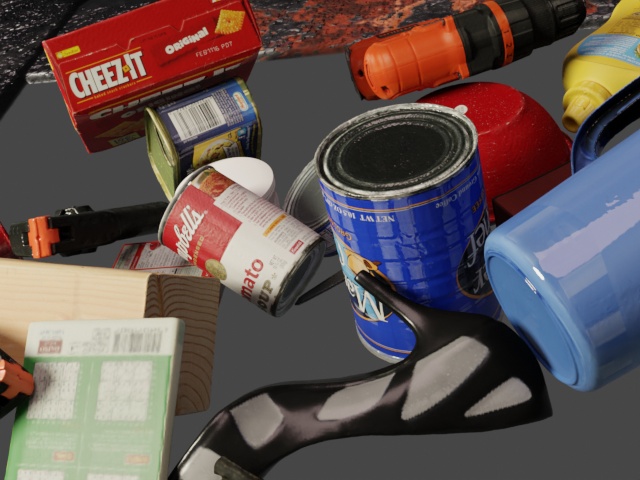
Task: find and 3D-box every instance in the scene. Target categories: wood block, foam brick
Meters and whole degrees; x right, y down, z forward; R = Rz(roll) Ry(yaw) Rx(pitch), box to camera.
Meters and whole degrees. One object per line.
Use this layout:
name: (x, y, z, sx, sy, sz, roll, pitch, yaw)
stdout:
wood block: (-0.181, 0.060, 0.715, 0.206, 0.091, 0.090, 4, -2, 25)
foam brick: (0.167, -0.014, 0.743, 0.078, 0.053, 0.051, -26, 37, -13)

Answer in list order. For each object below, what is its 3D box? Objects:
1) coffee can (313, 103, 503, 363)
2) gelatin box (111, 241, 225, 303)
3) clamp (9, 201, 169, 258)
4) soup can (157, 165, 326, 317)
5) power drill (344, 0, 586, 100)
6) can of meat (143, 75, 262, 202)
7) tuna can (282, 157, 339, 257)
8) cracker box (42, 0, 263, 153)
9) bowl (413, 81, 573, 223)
coffee can: (0.060, -0.003, 0.693, 0.103, 0.140, 0.103, -10, 37, 7)
gelatin box: (-0.117, 0.033, 0.806, 0.089, 0.030, 0.073, -5, 39, 15)
clamp: (-0.171, -0.009, 0.792, 0.120, 0.039, 0.171, -14, 6, -3)
soup can: (-0.055, 0.001, 0.762, 0.102, 0.069, 0.068, 32, 52, 12)
power drill: (0.108, -0.163, 0.895, 0.184, 0.057, 0.188, -18, 8, -10)
can of meat: (-0.097, -0.084, 0.894, 0.083, 0.102, 0.057, -24, 69, -16)
tuna can: (0.011, -0.030, 0.806, 0.086, 0.033, 0.086, -37, 32, 28)
cracker box: (-0.144, -0.146, 0.931, 0.164, 0.072, 0.214, -22, 1, -9)
bowl: (0.113, -0.077, 0.817, 0.162, 0.055, 0.162, -11, 32, 7)
